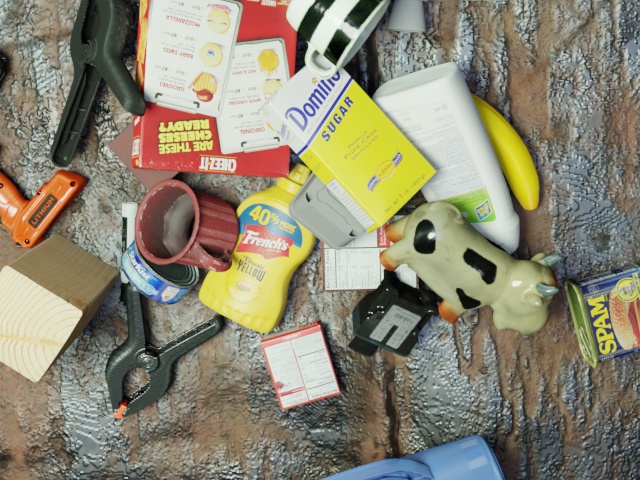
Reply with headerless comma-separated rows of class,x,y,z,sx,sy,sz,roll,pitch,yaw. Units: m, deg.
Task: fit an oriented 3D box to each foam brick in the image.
foam brick,-0.191,-0.097,1.199,0.051,0.053,0.078,-40,97,6

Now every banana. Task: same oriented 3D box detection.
banana,0.184,-0.116,1.205,0.198,0.037,0.070,37,125,-3

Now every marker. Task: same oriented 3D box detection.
marker,-0.221,0.016,1.234,0.020,0.020,0.121,3,99,0

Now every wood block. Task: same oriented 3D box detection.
wood block,-0.293,0.066,1.149,0.091,0.206,0.090,33,98,-6

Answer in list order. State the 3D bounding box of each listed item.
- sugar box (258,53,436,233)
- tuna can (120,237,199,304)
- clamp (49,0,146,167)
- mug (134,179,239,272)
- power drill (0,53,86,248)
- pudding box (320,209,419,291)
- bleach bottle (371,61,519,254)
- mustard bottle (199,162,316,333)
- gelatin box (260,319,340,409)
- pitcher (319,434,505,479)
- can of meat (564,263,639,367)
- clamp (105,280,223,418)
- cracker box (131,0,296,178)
sugar box,0.028,-0.104,1.120,0.176,0.048,0.093,47,70,-6
tuna can,-0.181,0.031,1.202,0.086,0.086,0.034,40,113,-6
clamp,-0.246,-0.188,1.153,0.165,0.036,0.210,-30,57,38
mug,-0.137,-0.007,1.174,0.117,0.081,0.093,45,107,32
power drill,-0.360,-0.096,1.200,0.187,0.057,0.184,38,98,-4
pudding box,0.056,0.011,1.223,0.113,0.039,0.090,-1,100,2
bleach bottle,0.150,-0.066,1.184,0.103,0.068,0.251,-13,114,28
mustard bottle,-0.058,0.002,1.211,0.096,0.058,0.192,27,98,10
gelatin box,-0.023,0.146,1.249,0.073,0.030,0.089,-17,99,2
pitcher,0.091,0.306,1.222,0.243,0.149,0.145,-21,87,0
can of meat,0.336,0.084,1.224,0.084,0.057,0.102,-16,99,0
clamp,-0.189,0.134,1.243,0.120,0.039,0.171,19,108,-5
cracker box,-0.114,-0.178,1.147,0.164,0.072,0.214,3,92,-17
